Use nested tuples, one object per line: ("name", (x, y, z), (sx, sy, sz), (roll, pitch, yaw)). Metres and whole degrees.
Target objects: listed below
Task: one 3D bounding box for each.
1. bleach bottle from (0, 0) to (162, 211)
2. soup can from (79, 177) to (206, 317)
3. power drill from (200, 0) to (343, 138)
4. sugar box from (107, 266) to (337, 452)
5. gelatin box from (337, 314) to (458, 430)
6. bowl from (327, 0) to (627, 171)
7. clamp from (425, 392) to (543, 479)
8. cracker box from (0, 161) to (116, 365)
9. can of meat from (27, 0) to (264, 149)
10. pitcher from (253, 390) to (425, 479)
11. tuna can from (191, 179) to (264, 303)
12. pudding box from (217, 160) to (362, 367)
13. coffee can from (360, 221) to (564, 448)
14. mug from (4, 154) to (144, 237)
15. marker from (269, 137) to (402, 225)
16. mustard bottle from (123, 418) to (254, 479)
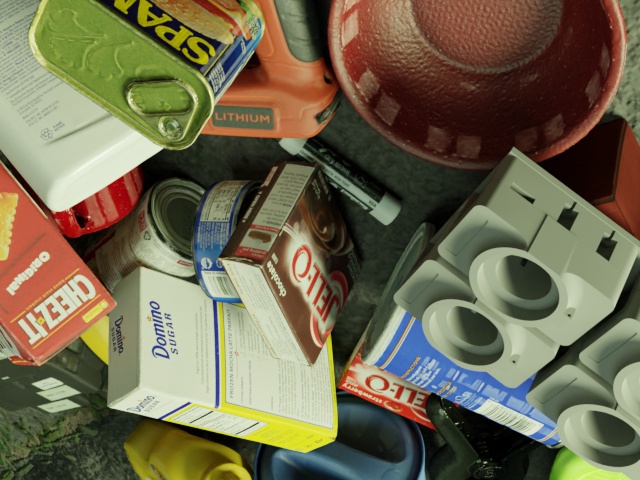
("bleach bottle", (-0.195, -0.144, 0.638), (0.251, 0.102, 0.068), (52, 159, 4))
("soup can", (-0.122, 0.007, 0.775), (0.068, 0.068, 0.102), (41, 130, -16))
("power drill", (-0.065, -0.151, 0.622), (0.185, 0.057, 0.187), (6, 132, 20))
("sugar box", (-0.067, 0.089, 0.761), (0.176, 0.093, 0.048), (20, 141, -35))
("gelatin box", (0.067, 0.100, 0.809), (0.089, 0.030, 0.073), (25, 134, -1))
("bowl", (0.088, -0.119, 0.593), (0.162, 0.055, 0.162), (10, 132, 11))
("clamp", (0.118, 0.160, 0.818), (0.120, 0.039, 0.172), (11, 136, -11))
("cracker box", (-0.241, -0.015, 0.718), (0.213, 0.072, 0.164), (53, 161, -7))
("can of meat", (-0.089, -0.111, 0.571), (0.102, 0.083, 0.058), (34, 134, -6))
("pitcher", (0.037, 0.255, 0.883), (0.145, 0.149, 0.243), (3, 133, 18))
("tuna can", (-0.055, 0.001, 0.731), (0.034, 0.086, 0.086), (1, 130, 22))
("pudding box", (-0.017, 0.016, 0.713), (0.039, 0.090, 0.113), (6, 143, 29))
("coffee can", (0.111, 0.063, 0.710), (0.140, 0.102, 0.103), (25, 134, -2))
("mug", (-0.166, -0.050, 0.713), (0.093, 0.117, 0.081), (-12, 133, 0))
("marker", (0.002, -0.052, 0.709), (0.121, 0.020, 0.020), (36, 132, -12))
("mustard bottle", (-0.099, 0.194, 0.876), (0.096, 0.058, 0.192), (45, 162, -14))
